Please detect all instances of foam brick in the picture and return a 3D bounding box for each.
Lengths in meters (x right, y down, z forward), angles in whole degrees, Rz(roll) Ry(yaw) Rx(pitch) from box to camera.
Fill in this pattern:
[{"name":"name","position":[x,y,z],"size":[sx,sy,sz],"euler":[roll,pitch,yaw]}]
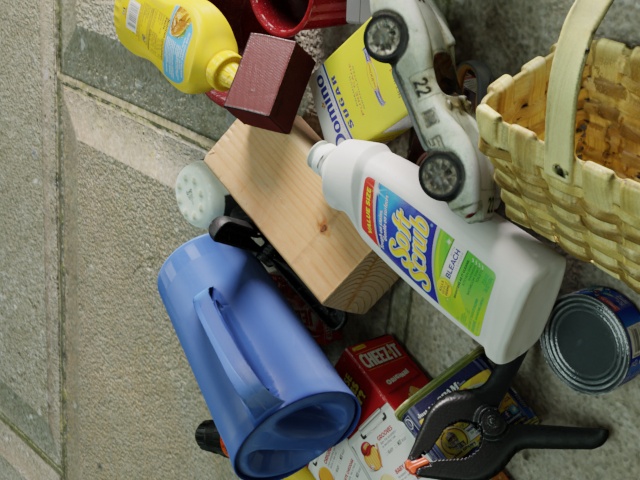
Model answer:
[{"name":"foam brick","position":[-0.048,-0.148,1.005],"size":[0.051,0.053,0.078],"euler":[17,82,24]}]

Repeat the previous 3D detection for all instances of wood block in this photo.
[{"name":"wood block","position":[-0.010,-0.035,1.043],"size":[0.091,0.090,0.206],"euler":[-48,62,14]}]

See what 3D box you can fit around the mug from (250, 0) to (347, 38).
[{"name":"mug","position":[-0.012,-0.251,1.004],"size":[0.093,0.081,0.117],"euler":[-31,79,49]}]

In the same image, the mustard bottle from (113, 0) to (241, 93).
[{"name":"mustard bottle","position":[-0.138,-0.206,1.094],"size":[0.192,0.058,0.096],"euler":[41,128,33]}]

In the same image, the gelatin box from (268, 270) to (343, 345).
[{"name":"gelatin box","position":[-0.019,0.071,1.153],"size":[0.089,0.030,0.073],"euler":[5,106,48]}]

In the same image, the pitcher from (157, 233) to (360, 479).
[{"name":"pitcher","position":[-0.075,0.102,1.053],"size":[0.243,0.144,0.149],"euler":[56,139,35]}]

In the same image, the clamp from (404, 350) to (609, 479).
[{"name":"clamp","position":[0.155,0.160,0.905],"size":[0.120,0.171,0.039],"euler":[50,174,22]}]

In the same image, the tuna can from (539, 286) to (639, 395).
[{"name":"tuna can","position":[0.224,0.081,0.874],"size":[0.086,0.033,0.086],"euler":[19,115,45]}]

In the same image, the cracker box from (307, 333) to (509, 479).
[{"name":"cracker box","position":[0.080,0.226,1.059],"size":[0.214,0.071,0.164],"euler":[51,134,27]}]

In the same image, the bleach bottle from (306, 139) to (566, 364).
[{"name":"bleach bottle","position":[0.083,-0.007,0.904],"size":[0.251,0.067,0.103],"euler":[36,132,31]}]

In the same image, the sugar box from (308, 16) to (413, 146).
[{"name":"sugar box","position":[0.046,-0.136,0.964],"size":[0.176,0.048,0.093],"euler":[-29,76,64]}]

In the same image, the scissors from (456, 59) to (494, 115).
[{"name":"scissors","position":[0.148,-0.049,0.873],"size":[0.096,0.016,0.202],"euler":[2,106,53]}]

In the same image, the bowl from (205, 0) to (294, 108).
[{"name":"bowl","position":[-0.076,-0.218,1.109],"size":[0.162,0.055,0.162],"euler":[18,115,45]}]

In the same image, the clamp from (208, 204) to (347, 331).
[{"name":"clamp","position":[-0.057,0.001,1.083],"size":[0.036,0.164,0.210],"euler":[-48,25,8]}]

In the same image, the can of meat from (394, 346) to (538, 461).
[{"name":"can of meat","position":[0.132,0.160,0.957],"size":[0.084,0.102,0.057],"euler":[52,175,21]}]
